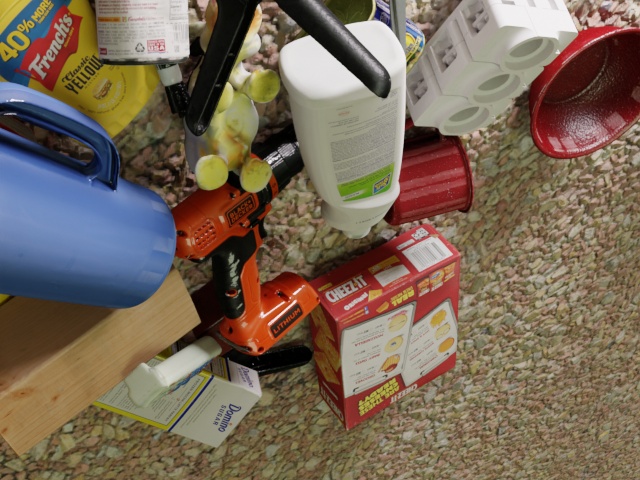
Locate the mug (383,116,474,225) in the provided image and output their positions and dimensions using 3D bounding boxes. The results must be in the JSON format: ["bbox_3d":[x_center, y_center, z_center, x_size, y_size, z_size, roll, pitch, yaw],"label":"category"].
[{"bbox_3d":[0.096,-0.072,1.059,0.081,0.093,0.117,-15,130,-12],"label":"mug"}]

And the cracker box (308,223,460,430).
[{"bbox_3d":[0.074,0.100,1.224,0.164,0.072,0.214,-27,141,-18],"label":"cracker box"}]

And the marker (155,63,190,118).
[{"bbox_3d":[-0.126,-0.154,0.834,0.020,0.020,0.121,-22,107,-11],"label":"marker"}]

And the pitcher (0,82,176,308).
[{"bbox_3d":[-0.223,-0.023,0.828,0.149,0.145,0.242,-1,168,37],"label":"pitcher"}]

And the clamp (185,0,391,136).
[{"bbox_3d":[-0.053,-0.184,0.799,0.165,0.210,0.036,-17,-174,18],"label":"clamp"}]

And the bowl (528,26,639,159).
[{"bbox_3d":[0.273,-0.163,1.098,0.162,0.055,0.162,-18,139,-16],"label":"bowl"}]

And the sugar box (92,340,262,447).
[{"bbox_3d":[-0.160,0.152,1.128,0.176,0.048,0.093,25,117,-30],"label":"sugar box"}]

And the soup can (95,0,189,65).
[{"bbox_3d":[-0.131,-0.181,0.779,0.068,0.069,0.102,-8,106,-26],"label":"soup can"}]

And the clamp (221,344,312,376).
[{"bbox_3d":[-0.096,0.134,1.187,0.171,0.039,0.120,-25,139,-7],"label":"clamp"}]

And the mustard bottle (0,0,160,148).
[{"bbox_3d":[-0.209,-0.153,0.799,0.096,0.058,0.191,-46,139,3],"label":"mustard bottle"}]

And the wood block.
[{"bbox_3d":[-0.224,0.087,0.976,0.206,0.091,0.090,-37,144,-17],"label":"wood block"}]

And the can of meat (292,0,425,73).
[{"bbox_3d":[0.032,-0.166,0.941,0.083,0.057,0.102,21,118,-46],"label":"can of meat"}]

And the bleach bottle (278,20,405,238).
[{"bbox_3d":[0.023,-0.078,0.943,0.102,0.068,0.251,-19,148,-9],"label":"bleach bottle"}]

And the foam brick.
[{"bbox_3d":[-0.096,0.072,1.112,0.078,0.053,0.051,-36,140,7],"label":"foam brick"}]

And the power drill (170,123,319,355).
[{"bbox_3d":[-0.057,0.001,1.008,0.184,0.057,0.187,-39,133,-27],"label":"power drill"}]
